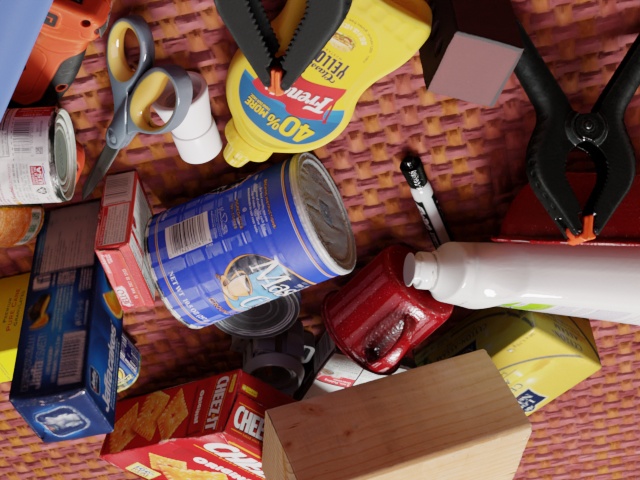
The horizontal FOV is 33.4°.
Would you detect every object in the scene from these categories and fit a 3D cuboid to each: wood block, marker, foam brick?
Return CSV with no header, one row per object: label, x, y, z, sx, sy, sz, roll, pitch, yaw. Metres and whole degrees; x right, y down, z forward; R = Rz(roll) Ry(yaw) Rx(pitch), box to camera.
wood block,0.063,0.177,0.911,0.205,0.090,0.091,-13,139,-18
marker,0.092,-0.026,0.899,0.020,0.020,0.121,-16,134,13
foam brick,0.102,-0.140,0.744,0.051,0.078,0.053,12,131,-14

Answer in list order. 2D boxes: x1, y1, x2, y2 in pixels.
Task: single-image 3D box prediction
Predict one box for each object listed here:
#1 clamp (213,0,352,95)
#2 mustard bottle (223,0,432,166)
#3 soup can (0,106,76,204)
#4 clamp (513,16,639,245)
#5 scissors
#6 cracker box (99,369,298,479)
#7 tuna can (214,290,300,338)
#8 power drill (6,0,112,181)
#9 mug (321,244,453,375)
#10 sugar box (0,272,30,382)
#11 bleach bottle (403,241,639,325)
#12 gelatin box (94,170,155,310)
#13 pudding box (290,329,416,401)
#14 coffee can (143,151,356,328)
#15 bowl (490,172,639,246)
clamp,-0.015,-0.192,0.669,0.165,0.036,0.210,4,123,15
mustard bottle,-0.013,-0.119,0.772,0.096,0.058,0.192,32,127,-18
soup can,-0.227,-0.058,0.740,0.102,0.068,0.068,-2,135,0
clamp,0.196,-0.085,0.767,0.120,0.171,0.039,-8,176,1
scissors,-0.157,-0.100,0.806,0.016,0.096,0.202,-22,180,-38
cracker box,-0.089,0.204,1.041,0.164,0.072,0.214,33,147,-30
tuna can,-0.060,0.050,0.959,0.086,0.034,0.086,-1,135,-1
power drill,-0.240,-0.125,0.762,0.184,0.057,0.188,17,134,-19
mug,0.060,0.064,0.925,0.093,0.117,0.082,35,120,-17
sugar box,-0.269,0.075,0.934,0.176,0.093,0.048,-11,134,7
bleach bottle,0.195,0.032,0.899,0.250,0.068,0.103,5,167,-14
gelatin box,-0.156,0.000,0.865,0.030,0.089,0.073,-8,135,5
pudding box,0.031,0.135,1.047,0.090,0.039,0.114,15,135,-18
coffee can,-0.056,0.001,0.861,0.140,0.103,0.102,-21,132,18
bowl,0.217,-0.025,0.845,0.162,0.162,0.055,1,92,-4
